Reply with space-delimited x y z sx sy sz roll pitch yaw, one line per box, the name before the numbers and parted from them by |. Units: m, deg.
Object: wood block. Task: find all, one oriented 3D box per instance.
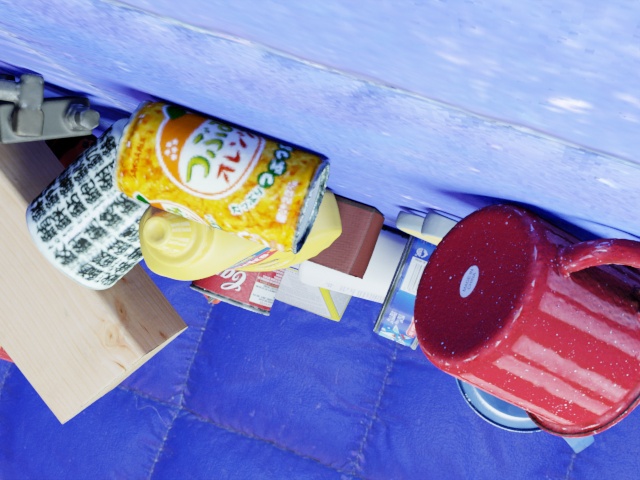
wood block | -0.207 0.018 0.795 0.206 0.091 0.090 51 -162 1

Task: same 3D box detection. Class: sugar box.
sugar box | -0.027 0.017 1.103 0.093 0.048 0.176 19 155 20

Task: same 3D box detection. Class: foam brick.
foam brick | 0.001 -0.008 0.785 0.078 0.051 0.053 19 178 15

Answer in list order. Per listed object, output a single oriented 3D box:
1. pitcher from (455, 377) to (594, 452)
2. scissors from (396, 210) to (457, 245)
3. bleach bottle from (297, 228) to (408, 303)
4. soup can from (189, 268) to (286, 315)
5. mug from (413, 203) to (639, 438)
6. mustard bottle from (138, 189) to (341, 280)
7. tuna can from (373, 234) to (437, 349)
pitcher | 0.202 0.119 1.088 0.145 0.149 0.243 8 180 5
scissors | 0.129 0.015 0.694 0.201 0.016 0.096 21 179 -38
bleach bottle | 0.108 0.040 0.914 0.251 0.068 0.102 18 176 2
soup can | -0.056 0.001 0.853 0.068 0.102 0.068 20 178 0
mug | 0.105 0.030 0.483 0.081 0.093 0.117 26 144 -30
mustard bottle | -0.059 -0.007 0.670 0.096 0.058 0.191 -13 177 19
tuna can | 0.069 0.034 0.782 0.034 0.086 0.086 21 178 3
